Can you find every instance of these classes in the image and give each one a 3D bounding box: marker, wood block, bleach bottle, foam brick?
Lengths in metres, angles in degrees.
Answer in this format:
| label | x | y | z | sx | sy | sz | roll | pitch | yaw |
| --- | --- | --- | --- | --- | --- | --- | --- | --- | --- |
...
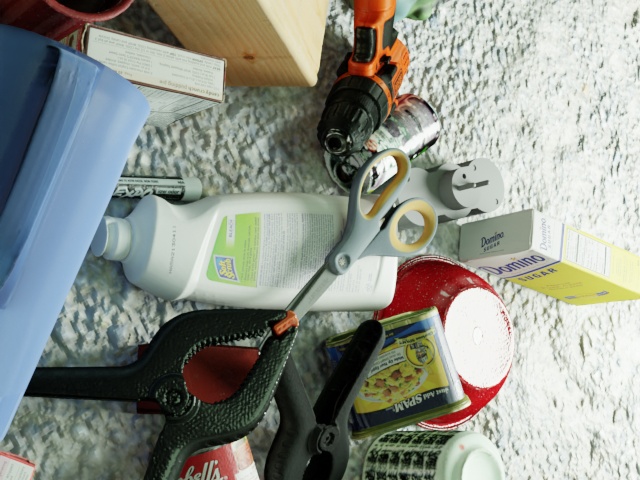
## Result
| label | x | y | z | sx | sy | sz | roll | pitch | yaw |
| --- | --- | --- | --- | --- | --- | --- | --- | --- | --- |
| marker | -0.144 | -0.040 | 0.793 | 0.120 | 0.020 | 0.020 | 0 | 82 | -38 |
| wood block | -0.067 | -0.195 | 0.769 | 0.206 | 0.091 | 0.090 | 50 | 45 | -66 |
| bleach bottle | -0.055 | 0.001 | 0.828 | 0.250 | 0.068 | 0.102 | 7 | 80 | -35 |
| foam brick | -0.090 | 0.103 | 0.788 | 0.078 | 0.053 | 0.051 | 8 | 77 | -37 |

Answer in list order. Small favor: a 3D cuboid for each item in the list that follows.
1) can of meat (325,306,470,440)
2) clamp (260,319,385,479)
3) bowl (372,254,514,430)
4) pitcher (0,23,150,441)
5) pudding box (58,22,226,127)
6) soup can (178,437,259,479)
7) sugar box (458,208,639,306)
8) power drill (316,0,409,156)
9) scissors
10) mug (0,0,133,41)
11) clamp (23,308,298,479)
| label | x | y | z | sx | sy | sz | roll | pitch | yaw |
| --- | --- | --- | --- | --- | --- | --- | --- | --- | --- |
| can of meat | 0.062 | 0.108 | 0.880 | 0.102 | 0.057 | 0.084 | -18 | 90 | 3 |
| clamp | -0.012 | 0.140 | 0.812 | 0.120 | 0.039 | 0.171 | 8 | 97 | -40 |
| bowl | 0.123 | 0.089 | 0.956 | 0.161 | 0.055 | 0.162 | 8 | 76 | -37 |
| pitcher | -0.202 | -0.003 | 0.651 | 0.149 | 0.145 | 0.243 | 50 | 56 | -66 |
| pudding box | -0.137 | -0.116 | 0.766 | 0.113 | 0.090 | 0.039 | 6 | 79 | -37 |
| soup can | -0.075 | 0.193 | 0.773 | 0.068 | 0.069 | 0.102 | -17 | 92 | -39 |
| sugar box | 0.226 | 0.020 | 1.025 | 0.175 | 0.094 | 0.048 | 17 | 72 | -34 |
| power drill | 0.034 | -0.179 | 0.858 | 0.184 | 0.057 | 0.188 | -65 | 160 | -55 |
| scissors | 0.031 | 0.021 | 0.836 | 0.096 | 0.016 | 0.201 | 36 | 70 | -27 |
| mug | -0.176 | -0.189 | 0.755 | 0.117 | 0.082 | 0.093 | -18 | 93 | -39 |
| clamp | -0.110 | 0.104 | 0.723 | 0.209 | 0.036 | 0.164 | -40 | 87 | -14 |
